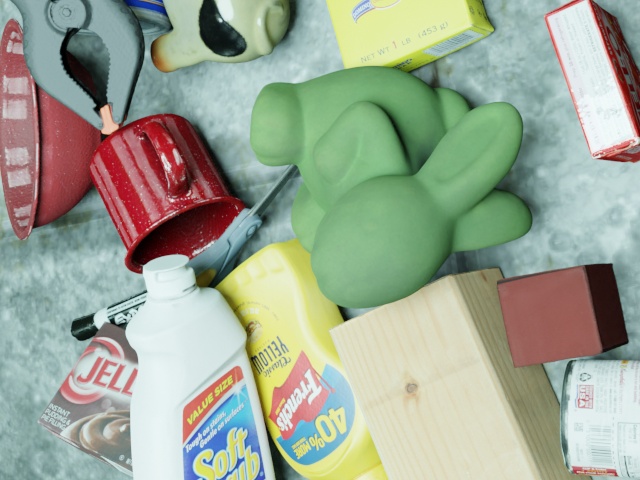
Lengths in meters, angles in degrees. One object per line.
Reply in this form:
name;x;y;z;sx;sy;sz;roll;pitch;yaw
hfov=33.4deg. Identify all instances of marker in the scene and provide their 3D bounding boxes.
marker;-0.143;0.052;0.809;0.121;0.020;0.020;-22;81;26

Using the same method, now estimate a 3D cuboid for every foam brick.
foam brick;0.143;0.043;0.625;0.053;0.078;0.051;-12;84;27

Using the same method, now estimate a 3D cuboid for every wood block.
wood block;0.097;0.129;0.645;0.091;0.090;0.206;-27;79;27

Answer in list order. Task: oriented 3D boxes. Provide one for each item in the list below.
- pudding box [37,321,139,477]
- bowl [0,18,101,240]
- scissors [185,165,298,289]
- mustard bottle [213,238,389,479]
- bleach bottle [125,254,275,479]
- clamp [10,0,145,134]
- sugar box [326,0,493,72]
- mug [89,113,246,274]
pudding box;-0.134;0.119;0.771;0.114;0.039;0.090;20;67;27
bowl;-0.201;-0.082;0.792;0.162;0.055;0.162;176;90;-65
scissors;-0.055;0.001;0.754;0.016;0.096;0.201;41;78;16
mustard bottle;-0.002;0.101;0.713;0.096;0.058;0.192;-41;74;34
bleach bottle;-0.084;0.134;0.694;0.068;0.102;0.251;15;120;51
clamp;-0.155;-0.157;0.694;0.120;0.039;0.171;-25;103;10
sugar box;0.041;-0.200;0.692;0.093;0.048;0.176;-20;83;27
mug;-0.110;-0.040;0.742;0.093;0.117;0.081;-24;70;-15
